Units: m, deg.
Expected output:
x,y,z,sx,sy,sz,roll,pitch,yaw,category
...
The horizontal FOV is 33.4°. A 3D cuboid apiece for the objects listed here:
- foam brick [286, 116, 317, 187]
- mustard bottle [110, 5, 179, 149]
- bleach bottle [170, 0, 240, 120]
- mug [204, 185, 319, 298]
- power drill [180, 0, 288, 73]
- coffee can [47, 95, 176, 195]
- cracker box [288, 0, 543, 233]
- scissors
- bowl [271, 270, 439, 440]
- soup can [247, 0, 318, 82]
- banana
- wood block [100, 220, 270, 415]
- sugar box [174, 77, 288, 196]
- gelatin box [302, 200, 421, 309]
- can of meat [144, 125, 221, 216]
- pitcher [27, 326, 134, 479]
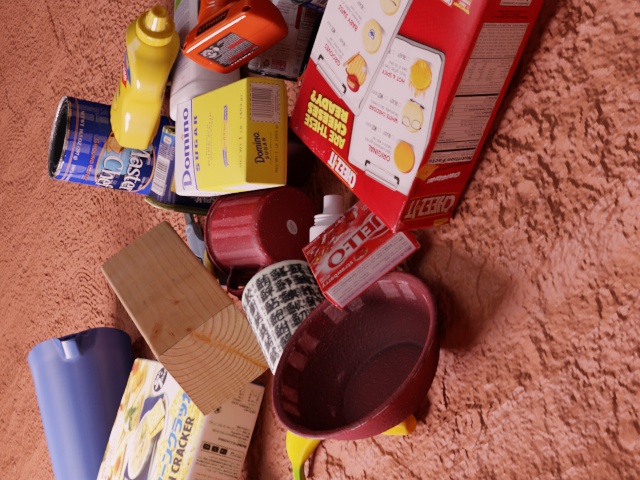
x,y,z,sx,sy,sz,roll,pitch,yaw,category
-0.049,-0.090,1.048,0.053,0.078,0.051,58,134,46,foam brick
-0.193,-0.191,1.184,0.192,0.058,0.096,120,154,-56,mustard bottle
-0.133,-0.264,1.219,0.103,0.068,0.251,-27,61,58,bleach bottle
-0.057,0.001,1.030,0.082,0.093,0.117,-7,55,53,mug
-0.068,-0.263,0.993,0.185,0.057,0.187,-25,55,42,power drill
-0.251,-0.113,1.300,0.103,0.140,0.103,-171,90,-66,coffee can
0.070,-0.140,0.840,0.164,0.071,0.214,48,132,38,cracker box
-0.137,-0.011,1.237,0.096,0.016,0.202,-37,56,48,scissors
0.039,0.103,0.864,0.162,0.055,0.162,-30,34,23,bowl
-0.030,-0.210,1.044,0.069,0.068,0.102,27,109,56,soup can
0.017,0.163,0.953,0.069,0.037,0.198,57,142,6,banana
-0.140,0.073,1.091,0.090,0.090,0.206,-37,34,-8,wood block
-0.087,-0.091,0.984,0.177,0.048,0.093,-3,85,60,sugar box
0.033,0.005,0.903,0.089,0.030,0.073,-40,33,9,gelatin box
-0.131,-0.074,1.155,0.058,0.101,0.084,30,109,56,can of meat
-0.280,0.244,1.343,0.145,0.149,0.243,-35,59,33,pitcher
